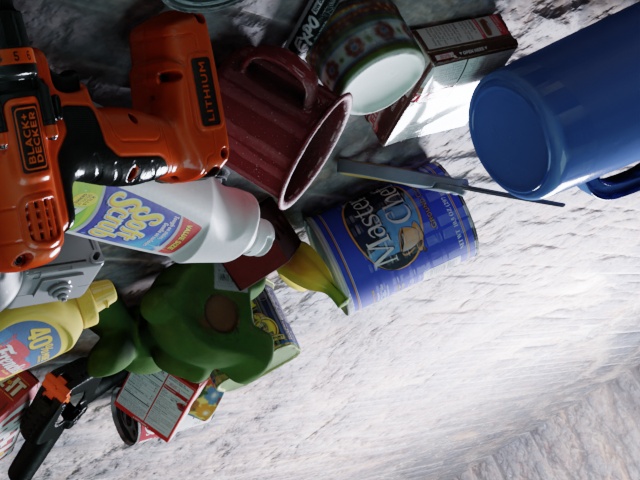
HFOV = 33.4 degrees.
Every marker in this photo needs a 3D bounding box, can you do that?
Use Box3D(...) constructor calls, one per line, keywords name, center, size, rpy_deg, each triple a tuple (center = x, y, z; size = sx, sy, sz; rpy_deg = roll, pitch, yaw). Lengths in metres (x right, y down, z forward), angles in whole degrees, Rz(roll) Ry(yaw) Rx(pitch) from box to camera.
Box3D(name="marker", center=(-0.009, -0.147, 0.740), size=(0.020, 0.020, 0.121), rpy_deg=(-11, 153, -34))

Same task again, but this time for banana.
Box3D(name="banana", center=(-0.020, 0.029, 1.027), size=(0.037, 0.069, 0.198), rpy_deg=(-30, -173, -7))

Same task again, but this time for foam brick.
Box3D(name="foam brick", center=(-0.056, 0.001, 0.931), size=(0.051, 0.053, 0.078), rpy_deg=(-31, -172, 13))

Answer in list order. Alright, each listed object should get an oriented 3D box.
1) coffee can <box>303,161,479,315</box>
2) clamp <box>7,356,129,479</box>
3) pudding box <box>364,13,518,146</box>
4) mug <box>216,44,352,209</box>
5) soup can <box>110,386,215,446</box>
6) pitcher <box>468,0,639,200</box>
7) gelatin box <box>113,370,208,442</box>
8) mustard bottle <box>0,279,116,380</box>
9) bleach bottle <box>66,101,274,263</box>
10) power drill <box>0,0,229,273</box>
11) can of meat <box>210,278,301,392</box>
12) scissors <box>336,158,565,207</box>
Box3D(name="coffee can", center=(0.068, -0.002, 1.031), size=(0.140, 0.103, 0.103), rpy_deg=(-24, 158, -6))
Box3D(name="clamp", center=(-0.251, 0.167, 1.021), size=(0.164, 0.036, 0.210), rpy_deg=(-50, 175, -13))
Box3D(name="pudding box", center=(0.097, -0.129, 0.870), size=(0.089, 0.039, 0.114), rpy_deg=(-17, 158, -28))
Box3D(name="mug", center=(-0.034, -0.087, 0.726), size=(0.093, 0.081, 0.117), rpy_deg=(-53, 171, -30))
Box3D(name="soup can", center=(-0.180, 0.190, 1.225), size=(0.102, 0.068, 0.069), rpy_deg=(-11, 153, -35))
Box3D(name="pitcher", center=(0.245, -0.113, 0.887), size=(0.242, 0.149, 0.145), rpy_deg=(-24, 174, -26))
Box3D(name="gelatin box", center=(-0.168, 0.158, 1.122), size=(0.089, 0.073, 0.030), rpy_deg=(-59, 174, 32))
Box3D(name="mustard bottle", center=(-0.243, 0.072, 0.796), size=(0.191, 0.058, 0.096), rpy_deg=(-23, 153, -24))
Box3D(name="bleach bottle", center=(-0.122, -0.035, 0.730), size=(0.103, 0.068, 0.250), rpy_deg=(-29, 148, 33))
Box3D(name="power drill", center=(-0.134, -0.088, 0.594), size=(0.057, 0.184, 0.187), rpy_deg=(-2, -169, 33))
Box3D(name="can of meat", center=(-0.080, 0.100, 1.117), size=(0.102, 0.084, 0.057), rpy_deg=(-30, 158, 10))
Box3D(name="scissors", center=(0.115, -0.049, 0.945), size=(0.202, 0.016, 0.096), rpy_deg=(11, -176, 12))
